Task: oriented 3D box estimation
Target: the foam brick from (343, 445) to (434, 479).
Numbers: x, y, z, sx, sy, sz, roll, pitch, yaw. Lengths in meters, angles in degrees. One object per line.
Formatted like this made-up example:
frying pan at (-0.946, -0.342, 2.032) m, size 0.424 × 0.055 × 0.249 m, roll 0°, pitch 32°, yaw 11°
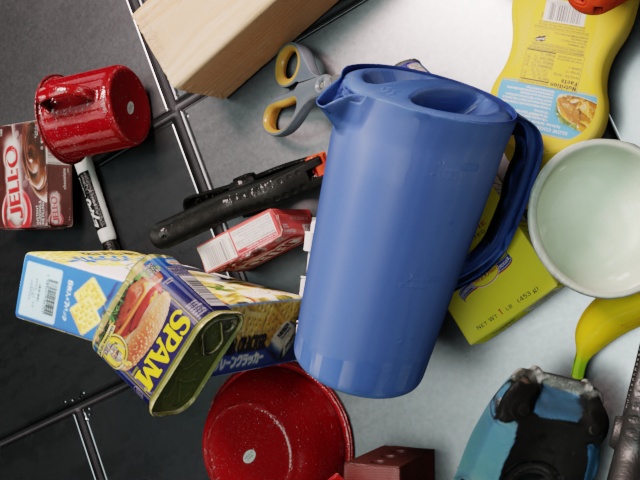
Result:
foam brick at (0.060, 0.209, 0.915) m, size 0.053 × 0.078 × 0.051 m, roll -1°, pitch 91°, yaw 28°

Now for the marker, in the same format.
marker at (-0.227, -0.029, 1.100) m, size 0.020 × 0.020 × 0.121 m, roll -25°, pitch 78°, yaw 25°

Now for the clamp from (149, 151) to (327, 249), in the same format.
clamp at (-0.073, -0.037, 0.970) m, size 0.172 × 0.120 × 0.039 m, roll -20°, pitch 108°, yaw 24°

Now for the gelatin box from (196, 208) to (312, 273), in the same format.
gelatin box at (-0.056, 0.001, 0.979) m, size 0.089 × 0.073 × 0.030 m, roll -26°, pitch 79°, yaw 24°

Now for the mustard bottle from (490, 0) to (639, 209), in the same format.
mustard bottle at (0.187, -0.119, 0.860) m, size 0.096 × 0.058 × 0.192 m, roll 16°, pitch 97°, yaw 21°

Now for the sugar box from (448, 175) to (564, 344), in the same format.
sugar box at (0.121, -0.010, 0.902) m, size 0.093 × 0.048 × 0.176 m, roll -39°, pitch 74°, yaw 22°

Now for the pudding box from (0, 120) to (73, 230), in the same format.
pudding box at (-0.301, -0.067, 1.120) m, size 0.090 × 0.039 × 0.113 m, roll -2°, pitch 87°, yaw 39°

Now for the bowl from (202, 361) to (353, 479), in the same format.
bowl at (-0.053, 0.193, 0.987) m, size 0.162 × 0.055 × 0.162 m, roll 0°, pitch 90°, yaw 28°

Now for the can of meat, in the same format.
can of meat at (-0.123, 0.073, 0.844) m, size 0.084 × 0.057 × 0.102 m, roll 39°, pitch 106°, yaw 25°

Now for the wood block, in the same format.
wood block at (-0.058, -0.229, 0.972) m, size 0.206 × 0.090 × 0.090 m, roll -37°, pitch 74°, yaw 22°

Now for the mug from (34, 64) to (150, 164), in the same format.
mug at (-0.227, -0.130, 1.049) m, size 0.082 × 0.117 × 0.093 m, roll -9°, pitch 73°, yaw 22°

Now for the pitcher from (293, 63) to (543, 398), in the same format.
pitcher at (0.065, -0.005, 0.822) m, size 0.149 × 0.144 × 0.243 m, roll 21°, pitch 113°, yaw 18°

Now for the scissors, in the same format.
scissors at (0.002, -0.150, 0.932) m, size 0.202 × 0.016 × 0.096 m, roll -26°, pitch 60°, yaw 55°
